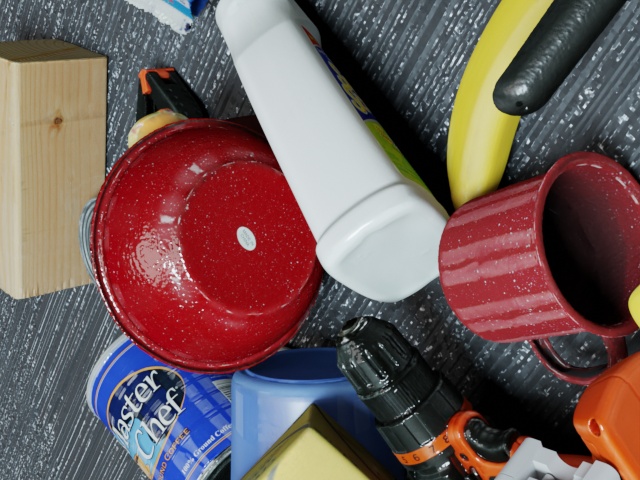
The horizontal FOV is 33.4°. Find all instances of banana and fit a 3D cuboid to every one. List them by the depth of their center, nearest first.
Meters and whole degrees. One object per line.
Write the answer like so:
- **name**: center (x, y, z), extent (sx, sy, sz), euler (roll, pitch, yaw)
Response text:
- **banana**: center (0.112, -0.097, 0.562), extent (0.198, 0.037, 0.070), euler (-54, 50, 39)

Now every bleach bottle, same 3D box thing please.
- **bleach bottle**: center (-0.008, -0.083, 0.647), extent (0.068, 0.102, 0.251), euler (-36, 59, 12)

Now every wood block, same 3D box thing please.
- **wood block**: center (-0.249, -0.065, 0.940), extent (0.090, 0.090, 0.206), euler (24, 117, 42)

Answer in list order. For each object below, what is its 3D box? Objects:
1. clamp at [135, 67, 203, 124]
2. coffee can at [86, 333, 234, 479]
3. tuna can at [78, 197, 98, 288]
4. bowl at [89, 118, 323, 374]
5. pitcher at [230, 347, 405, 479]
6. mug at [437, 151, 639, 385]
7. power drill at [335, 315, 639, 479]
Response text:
- **clamp**: center (-0.115, -0.047, 0.835), extent (0.120, 0.039, 0.171), euler (-30, 71, 43)
- **coffee can**: center (-0.099, 0.139, 0.815), extent (0.140, 0.102, 0.103), euler (40, 127, 34)
- **tuna can**: center (-0.170, 0.003, 0.912), extent (0.086, 0.033, 0.086), euler (15, 111, 45)
- **bowl**: center (-0.054, 0.001, 0.648), extent (0.055, 0.161, 0.162), euler (-10, 92, 60)
- **pitcher**: center (0.010, 0.199, 0.700), extent (0.145, 0.149, 0.243), euler (-147, 54, -77)
- **mug**: center (0.120, 0.020, 0.553), extent (0.082, 0.093, 0.117), euler (-19, 96, 54)
- **power drill**: center (0.107, 0.104, 0.554), extent (0.184, 0.057, 0.188), euler (50, 151, -13)
